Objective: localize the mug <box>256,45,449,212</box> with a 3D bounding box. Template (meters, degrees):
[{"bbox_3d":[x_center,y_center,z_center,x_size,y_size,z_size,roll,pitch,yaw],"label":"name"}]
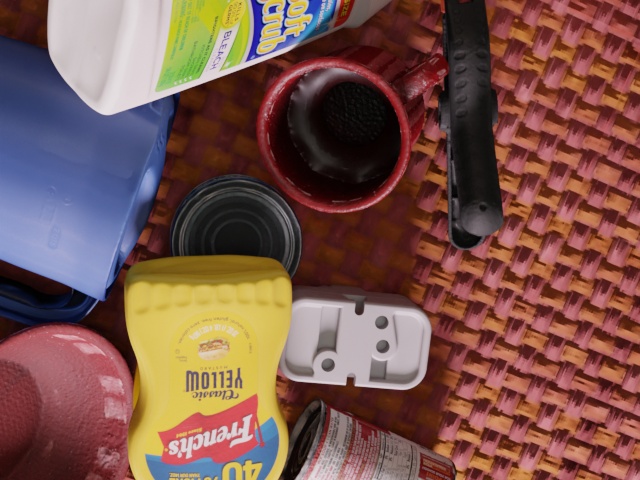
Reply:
[{"bbox_3d":[0.027,-0.079,0.647,0.117,0.081,0.093,-33,98,25],"label":"mug"}]

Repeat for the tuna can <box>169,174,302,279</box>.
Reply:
[{"bbox_3d":[-0.055,0.001,0.688,0.086,0.034,0.086,-1,97,-7],"label":"tuna can"}]

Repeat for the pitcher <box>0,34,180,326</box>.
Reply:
[{"bbox_3d":[-0.214,-0.055,0.620,0.242,0.145,0.149,19,70,-6],"label":"pitcher"}]

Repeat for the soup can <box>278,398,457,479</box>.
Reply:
[{"bbox_3d":[0.030,0.155,0.701,0.102,0.068,0.068,25,93,-10],"label":"soup can"}]

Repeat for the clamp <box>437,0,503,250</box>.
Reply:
[{"bbox_3d":[0.092,-0.076,0.658,0.039,0.120,0.171,-5,94,-3],"label":"clamp"}]

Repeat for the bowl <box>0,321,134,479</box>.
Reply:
[{"bbox_3d":[-0.189,0.122,0.652,0.161,0.055,0.162,-22,120,-47],"label":"bowl"}]

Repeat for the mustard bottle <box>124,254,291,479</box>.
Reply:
[{"bbox_3d":[-0.067,0.107,0.640,0.096,0.058,0.192,-2,105,-14],"label":"mustard bottle"}]

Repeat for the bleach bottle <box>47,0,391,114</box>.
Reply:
[{"bbox_3d":[-0.025,-0.148,0.587,0.250,0.103,0.068,-26,63,-38],"label":"bleach bottle"}]
